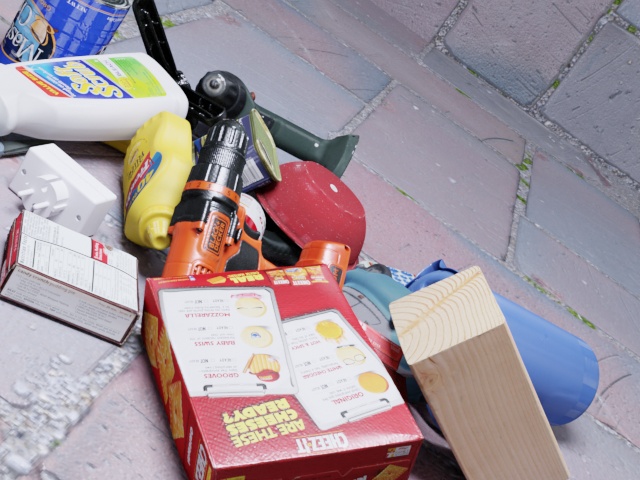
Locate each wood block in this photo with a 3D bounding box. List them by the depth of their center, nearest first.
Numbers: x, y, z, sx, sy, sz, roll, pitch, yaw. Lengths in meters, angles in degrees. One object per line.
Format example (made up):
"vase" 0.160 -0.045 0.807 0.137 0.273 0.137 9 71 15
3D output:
"wood block" 0.146 0.139 0.971 0.090 0.091 0.206 -105 169 -57

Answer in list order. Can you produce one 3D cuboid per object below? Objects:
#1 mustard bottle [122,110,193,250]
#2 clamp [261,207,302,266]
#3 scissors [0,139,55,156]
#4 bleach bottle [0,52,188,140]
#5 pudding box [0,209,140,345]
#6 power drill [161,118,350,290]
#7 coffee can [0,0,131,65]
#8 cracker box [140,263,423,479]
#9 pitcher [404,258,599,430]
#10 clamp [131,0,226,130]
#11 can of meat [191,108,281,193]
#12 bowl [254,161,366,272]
"mustard bottle" -0.158 -0.047 1.039 0.058 0.096 0.191 26 23 -23
"clamp" -0.040 0.006 1.186 0.171 0.039 0.120 18 24 -39
"scissors" -0.301 -0.073 0.990 0.096 0.016 0.201 47 24 26
"bleach bottle" -0.254 -0.137 1.070 0.103 0.068 0.250 48 34 19
"pudding box" -0.206 0.030 0.884 0.113 0.039 0.090 24 24 -22
"power drill" -0.057 0.001 0.998 0.187 0.184 0.057 30 -24 -36
"coffee can" -0.285 -0.226 1.167 0.102 0.140 0.103 30 22 -13
"cracker box" -0.040 0.112 0.845 0.164 0.072 0.214 -4 38 -22
"pitcher" 0.193 0.135 1.160 0.242 0.149 0.145 23 9 -36
"clamp" -0.164 -0.168 1.222 0.164 0.036 0.210 56 -17 10
"can of meat" -0.096 -0.090 1.190 0.057 0.084 0.102 59 11 -34
"bowl" 0.000 -0.040 1.222 0.162 0.055 0.162 38 19 -16
